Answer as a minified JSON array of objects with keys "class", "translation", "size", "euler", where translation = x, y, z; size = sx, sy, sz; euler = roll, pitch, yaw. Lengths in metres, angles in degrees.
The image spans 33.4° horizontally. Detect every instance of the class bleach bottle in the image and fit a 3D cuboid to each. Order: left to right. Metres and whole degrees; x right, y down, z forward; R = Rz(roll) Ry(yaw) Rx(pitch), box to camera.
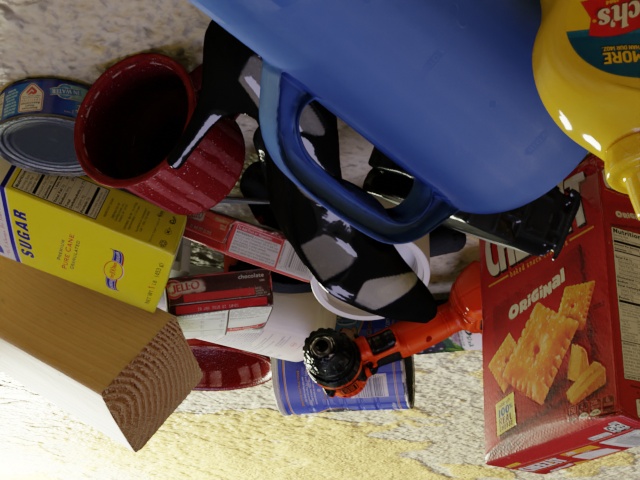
[{"class":"bleach bottle","translation":[-0.117,0.058,1.028],"size":[0.250,0.068,0.103],"euler":[14,150,-22]}]

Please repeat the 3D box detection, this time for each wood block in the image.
[{"class":"wood block","translation":[-0.214,0.084,0.914],"size":[0.206,0.090,0.090],"euler":[22,147,31]}]

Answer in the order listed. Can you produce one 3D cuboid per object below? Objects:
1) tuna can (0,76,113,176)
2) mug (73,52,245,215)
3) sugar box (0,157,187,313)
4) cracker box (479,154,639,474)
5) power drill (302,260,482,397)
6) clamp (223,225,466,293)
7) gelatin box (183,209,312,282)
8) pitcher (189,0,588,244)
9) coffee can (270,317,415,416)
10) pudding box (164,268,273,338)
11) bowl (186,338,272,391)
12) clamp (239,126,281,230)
[{"class":"tuna can","translation":[-0.186,-0.079,0.750],"size":[0.086,0.034,0.086],"euler":[0,156,0]},{"class":"mug","translation":[-0.094,-0.074,0.712],"size":[0.117,0.093,0.081],"euler":[-44,150,7]},{"class":"sugar box","translation":[-0.196,-0.011,0.818],"size":[0.176,0.048,0.093],"euler":[19,142,-6]},{"class":"cracker box","translation":[0.197,0.062,0.843],"size":[0.072,0.213,0.164],"euler":[13,153,-24]},{"class":"power drill","translation":[0.074,0.085,0.997],"size":[0.187,0.057,0.184],"euler":[-24,164,1]},{"class":"clamp","translation":[0.019,0.019,0.967],"size":[0.209,0.036,0.165],"euler":[5,155,-20]},{"class":"gelatin box","translation":[-0.056,0.001,0.848],"size":[0.089,0.030,0.073],"euler":[21,180,-36]},{"class":"pitcher","translation":[0.031,-0.108,0.554],"size":[0.145,0.149,0.242],"euler":[-20,146,37]},{"class":"coffee can","translation":[0.026,0.133,1.144],"size":[0.140,0.103,0.102],"euler":[-5,156,11]},{"class":"pudding box","translation":[-0.090,0.057,0.932],"size":[0.090,0.039,0.113],"euler":[-5,163,-9]},{"class":"bowl","translation":[-0.126,0.118,1.169],"size":[0.162,0.055,0.162],"euler":[0,156,0]},{"class":"clamp","translation":[-0.024,-0.040,0.794],"size":[0.120,0.039,0.172],"euler":[47,159,-18]}]
